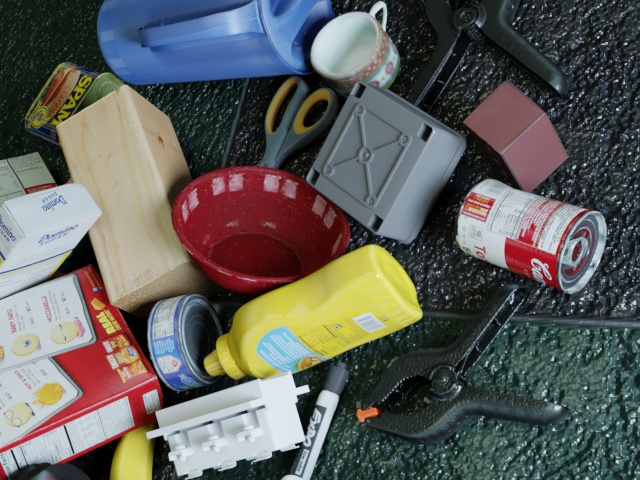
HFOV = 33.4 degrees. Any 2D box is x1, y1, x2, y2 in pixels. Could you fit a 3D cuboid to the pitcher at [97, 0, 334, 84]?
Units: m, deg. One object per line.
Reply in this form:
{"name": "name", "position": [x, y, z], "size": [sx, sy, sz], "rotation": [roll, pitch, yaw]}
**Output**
{"name": "pitcher", "position": [-0.120, -0.225, 1.108], "size": [0.243, 0.149, 0.145], "rotation": [-2, 63, 34]}

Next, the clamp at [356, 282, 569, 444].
{"name": "clamp", "position": [0.112, 0.121, 0.847], "size": [0.172, 0.039, 0.120], "rotation": [-35, 48, 18]}

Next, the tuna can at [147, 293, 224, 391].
{"name": "tuna can", "position": [-0.120, 0.092, 0.971], "size": [0.034, 0.086, 0.086], "rotation": [-14, 59, 22]}

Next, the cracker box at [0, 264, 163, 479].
{"name": "cracker box", "position": [-0.272, 0.131, 0.971], "size": [0.213, 0.072, 0.164], "rotation": [-24, 49, -19]}

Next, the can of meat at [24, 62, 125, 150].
{"name": "can of meat", "position": [-0.278, -0.149, 1.214], "size": [0.084, 0.057, 0.102], "rotation": [23, 78, 40]}

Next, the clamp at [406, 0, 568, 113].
{"name": "clamp", "position": [0.135, -0.193, 1.003], "size": [0.165, 0.036, 0.210], "rotation": [-19, 58, 23]}

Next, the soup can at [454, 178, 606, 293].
{"name": "soup can", "position": [0.168, -0.006, 0.862], "size": [0.102, 0.068, 0.068], "rotation": [23, 78, 38]}

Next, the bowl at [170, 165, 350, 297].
{"name": "bowl", "position": [-0.056, 0.001, 0.971], "size": [0.162, 0.055, 0.162], "rotation": [6, 40, -6]}

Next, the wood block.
{"name": "wood block", "position": [-0.174, -0.034, 1.046], "size": [0.090, 0.090, 0.206], "rotation": [-29, 64, 13]}

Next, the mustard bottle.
{"name": "mustard bottle", "position": [-0.016, 0.073, 0.912], "size": [0.192, 0.096, 0.058], "rotation": [-26, 55, 17]}

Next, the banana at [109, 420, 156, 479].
{"name": "banana", "position": [-0.152, 0.238, 0.946], "size": [0.069, 0.037, 0.198], "rotation": [-19, 55, -14]}

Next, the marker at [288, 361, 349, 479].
{"name": "marker", "position": [-0.002, 0.160, 0.906], "size": [0.020, 0.020, 0.121], "rotation": [10, 71, 34]}

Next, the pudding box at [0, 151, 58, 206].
{"name": "pudding box", "position": [-0.334, -0.045, 1.172], "size": [0.089, 0.039, 0.114], "rotation": [-16, 46, -26]}

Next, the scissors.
{"name": "scissors", "position": [-0.037, -0.075, 1.051], "size": [0.096, 0.016, 0.201], "rotation": [-3, 64, 40]}

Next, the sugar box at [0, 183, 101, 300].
{"name": "sugar box", "position": [-0.288, 0.017, 1.008], "size": [0.048, 0.093, 0.176], "rotation": [53, 128, 12]}

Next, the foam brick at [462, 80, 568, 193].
{"name": "foam brick", "position": [0.165, -0.085, 0.900], "size": [0.051, 0.078, 0.053], "rotation": [-42, 52, 3]}
